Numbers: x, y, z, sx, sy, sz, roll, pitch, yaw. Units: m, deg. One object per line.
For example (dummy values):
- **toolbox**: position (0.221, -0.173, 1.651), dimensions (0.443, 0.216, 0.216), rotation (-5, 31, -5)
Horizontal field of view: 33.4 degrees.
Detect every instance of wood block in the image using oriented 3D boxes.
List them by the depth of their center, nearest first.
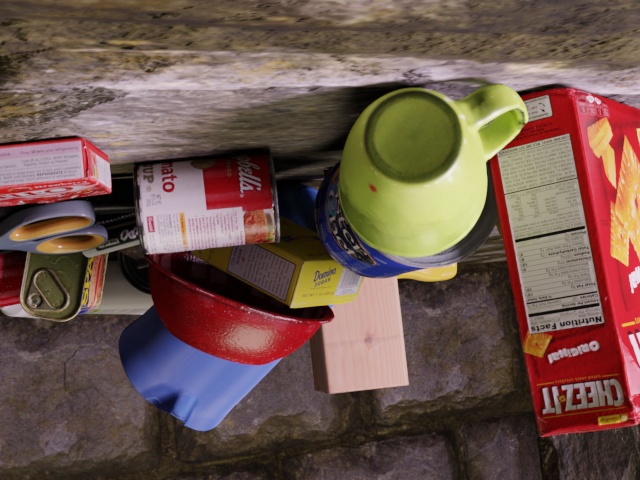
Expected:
- **wood block**: position (0.032, 0.057, 1.157), dimensions (0.090, 0.206, 0.090), rotation (-5, 175, -9)

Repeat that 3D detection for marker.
- **marker**: position (-0.144, -0.007, 0.868), dimensions (0.121, 0.020, 0.020), rotation (-13, 173, 27)

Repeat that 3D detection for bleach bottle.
- **bleach bottle**: position (-0.242, 0.052, 1.155), dimensions (0.250, 0.068, 0.103), rotation (0, 169, -40)

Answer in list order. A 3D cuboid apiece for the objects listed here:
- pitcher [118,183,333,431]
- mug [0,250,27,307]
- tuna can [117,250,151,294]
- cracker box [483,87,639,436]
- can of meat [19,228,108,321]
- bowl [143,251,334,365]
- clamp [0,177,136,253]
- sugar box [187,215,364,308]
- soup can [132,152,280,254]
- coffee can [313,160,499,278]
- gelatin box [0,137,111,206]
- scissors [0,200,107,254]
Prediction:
- **pitcher**: position (-0.071, 0.055, 1.028), dimensions (0.243, 0.149, 0.144), rotation (-43, 157, 20)
- **mug**: position (-0.324, 0.019, 1.013), dimensions (0.117, 0.093, 0.081), rotation (26, -163, 26)
- **tuna can**: position (-0.167, 0.015, 1.115), dimensions (0.086, 0.086, 0.034), rotation (-6, 178, -1)
- **cracker box**: position (0.187, 0.012, 0.722), dimensions (0.072, 0.214, 0.163), rotation (-13, 173, 31)
- **can of meat**: position (-0.234, 0.021, 0.993), dimensions (0.057, 0.102, 0.084), rotation (9, 179, 3)
- **bowl**: position (-0.073, 0.056, 0.854), dimensions (0.162, 0.055, 0.162), rotation (20, -172, -3)
- **clamp**: position (-0.222, -0.023, 0.854), dimensions (0.210, 0.036, 0.164), rotation (-10, 172, 18)
- **sugar box**: position (-0.056, 0.001, 0.884), dimensions (0.176, 0.048, 0.093), rotation (28, -164, 33)
- **soup can**: position (-0.084, -0.027, 0.792), dimensions (0.102, 0.068, 0.068), rotation (-5, 176, -6)
- **coffee can**: position (0.057, -0.027, 0.762), dimensions (0.102, 0.103, 0.140), rotation (-5, 176, -11)
- **gelatin box**: position (-0.186, -0.042, 0.686), dimensions (0.089, 0.030, 0.073), rotation (-7, 176, 0)
- **scissors**: position (-0.255, 0.005, 0.833), dimensions (0.202, 0.016, 0.096), rotation (-15, 161, 20)
